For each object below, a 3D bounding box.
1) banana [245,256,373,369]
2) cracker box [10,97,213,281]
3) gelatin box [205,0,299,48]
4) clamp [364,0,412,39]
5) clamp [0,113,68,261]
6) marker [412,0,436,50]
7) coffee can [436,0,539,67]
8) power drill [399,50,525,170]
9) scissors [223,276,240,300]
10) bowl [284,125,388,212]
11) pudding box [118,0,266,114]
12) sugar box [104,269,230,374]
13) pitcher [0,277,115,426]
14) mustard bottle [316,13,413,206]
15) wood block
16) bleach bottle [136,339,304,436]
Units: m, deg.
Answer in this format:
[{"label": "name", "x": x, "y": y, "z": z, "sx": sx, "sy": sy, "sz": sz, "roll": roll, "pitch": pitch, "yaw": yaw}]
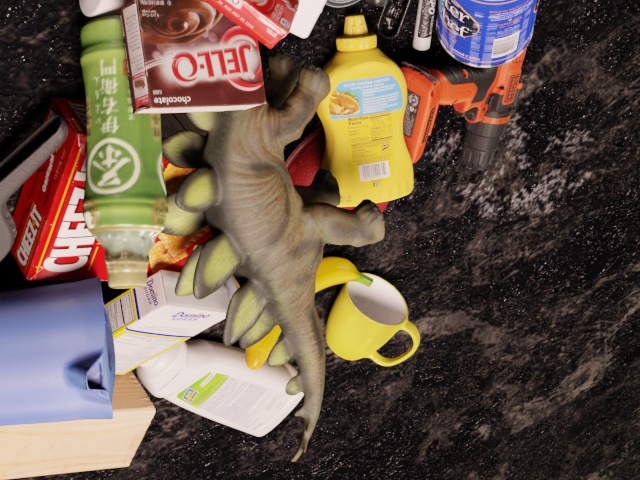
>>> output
[{"label": "banana", "x": -0.025, "y": 0.072, "z": 1.264, "sx": 0.197, "sy": 0.070, "sz": 0.037, "roll": -35, "pitch": 168, "yaw": -25}, {"label": "cracker box", "x": -0.172, "y": -0.042, "z": 1.027, "sx": 0.213, "sy": 0.072, "sz": 0.164, "roll": 1, "pitch": 125, "yaw": -40}, {"label": "gelatin box", "x": -0.051, "y": -0.212, "z": 0.879, "sx": 0.073, "sy": 0.089, "sz": 0.030, "roll": 35, "pitch": 139, "yaw": -20}, {"label": "clamp", "x": 0.089, "y": -0.278, "z": 1.013, "sx": 0.120, "sy": 0.039, "sz": 0.171, "roll": -30, "pitch": 144, "yaw": -80}, {"label": "clamp", "x": -0.322, "y": -0.032, "z": 0.929, "sx": 0.164, "sy": 0.036, "sz": 0.210, "roll": 5, "pitch": 131, "yaw": -27}, {"label": "marker", "x": 0.112, "y": -0.254, "z": 1.108, "sx": 0.020, "sy": 0.020, "sz": 0.121, "roll": -20, "pitch": 138, "yaw": -25}, {"label": "coffee can", "x": 0.168, "y": -0.249, "z": 1.058, "sx": 0.102, "sy": 0.103, "sz": 0.140, "roll": -36, "pitch": 163, "yaw": -7}, {"label": "power drill", "x": 0.150, "y": -0.144, "z": 1.197, "sx": 0.187, "sy": 0.057, "sz": 0.184, "roll": -23, "pitch": 134, "yaw": -40}, {"label": "scissors", "x": -0.099, "y": 0.045, "z": 1.207, "sx": 0.016, "sy": 0.096, "sz": 0.202, "roll": -21, "pitch": 172, "yaw": -2}, {"label": "bowl", "x": 0.029, "y": -0.059, "z": 1.198, "sx": 0.161, "sy": 0.055, "sz": 0.162, "roll": -23, "pitch": 138, "yaw": -22}, {"label": "pudding box", "x": -0.103, "y": -0.151, "z": 0.875, "sx": 0.113, "sy": 0.039, "sz": 0.090, "roll": -8, "pitch": 90, "yaw": -33}, {"label": "sugar box", "x": -0.185, "y": 0.087, "z": 1.105, "sx": 0.176, "sy": 0.048, "sz": 0.093, "roll": -32, "pitch": 152, "yaw": 31}, {"label": "pitcher", "x": -0.313, "y": 0.108, "z": 0.982, "sx": 0.242, "sy": 0.145, "sz": 0.149, "roll": -5, "pitch": 151, "yaw": -12}, {"label": "mustard bottle", "x": 0.042, "y": -0.135, "z": 1.097, "sx": 0.096, "sy": 0.058, "sz": 0.191, "roll": -10, "pitch": 109, "yaw": -14}, {"label": "wood block", "x": -0.294, "y": 0.187, "z": 1.131, "sx": 0.205, "sy": 0.091, "sz": 0.090, "roll": 5, "pitch": 123, "yaw": -43}, {"label": "bleach bottle", "x": -0.128, "y": 0.160, "z": 1.272, "sx": 0.102, "sy": 0.068, "sz": 0.250, "roll": -47, "pitch": 140, "yaw": 7}]
